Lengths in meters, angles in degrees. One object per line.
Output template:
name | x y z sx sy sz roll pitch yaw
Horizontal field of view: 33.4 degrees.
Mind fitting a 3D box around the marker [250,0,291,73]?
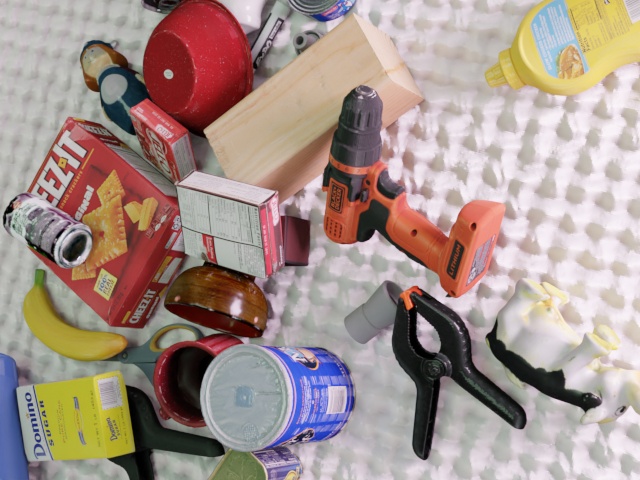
marker | -0.071 -0.214 1.211 0.020 0.020 0.121 37 102 27

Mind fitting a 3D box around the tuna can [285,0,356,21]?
tuna can | 0.002 -0.285 1.170 0.086 0.033 0.086 -4 82 29

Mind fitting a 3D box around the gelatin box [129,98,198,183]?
gelatin box | -0.178 -0.109 1.220 0.030 0.089 0.073 -41 62 -20

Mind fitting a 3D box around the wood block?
wood block | -0.008 -0.132 1.126 0.206 0.090 0.090 -35 70 21

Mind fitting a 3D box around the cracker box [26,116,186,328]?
cracker box | -0.254 -0.023 1.260 0.214 0.072 0.164 38 102 28

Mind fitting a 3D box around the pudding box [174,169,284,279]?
pudding box | -0.094 -0.017 1.107 0.114 0.039 0.090 15 125 28

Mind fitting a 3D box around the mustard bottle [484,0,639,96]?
mustard bottle | 0.245 -0.191 1.011 0.192 0.058 0.096 -22 75 25

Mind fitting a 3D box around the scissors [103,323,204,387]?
scissors | -0.218 0.152 1.251 0.202 0.016 0.096 -19 75 26

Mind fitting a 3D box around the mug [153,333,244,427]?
mug | -0.128 0.154 1.156 0.093 0.081 0.117 47 110 10

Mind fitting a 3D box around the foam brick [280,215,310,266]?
foam brick | -0.058 0.001 1.160 0.078 0.051 0.053 0 85 29

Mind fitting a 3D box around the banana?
banana | -0.306 0.104 1.283 0.198 0.037 0.070 31 105 36

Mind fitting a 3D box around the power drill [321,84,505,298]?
power drill | 0.085 -0.043 1.043 0.188 0.057 0.184 33 138 27

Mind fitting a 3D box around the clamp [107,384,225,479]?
clamp | -0.199 0.228 1.216 0.210 0.036 0.165 50 116 27

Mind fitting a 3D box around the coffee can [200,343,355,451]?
coffee can | -0.041 0.157 1.081 0.103 0.140 0.103 -4 82 28

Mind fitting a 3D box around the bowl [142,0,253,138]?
bowl | -0.150 -0.192 1.201 0.162 0.055 0.162 14 111 40

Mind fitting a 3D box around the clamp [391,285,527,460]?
clamp | 0.112 0.132 1.047 0.120 0.039 0.171 -32 82 18

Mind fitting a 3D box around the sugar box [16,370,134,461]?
sugar box | -0.287 0.206 1.236 0.177 0.048 0.093 -14 83 42

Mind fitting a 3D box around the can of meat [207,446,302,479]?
can of meat | -0.075 0.263 1.120 0.057 0.083 0.102 39 103 26

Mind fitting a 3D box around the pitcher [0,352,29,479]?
pitcher | -0.421 0.265 1.294 0.149 0.145 0.243 -13 73 18
